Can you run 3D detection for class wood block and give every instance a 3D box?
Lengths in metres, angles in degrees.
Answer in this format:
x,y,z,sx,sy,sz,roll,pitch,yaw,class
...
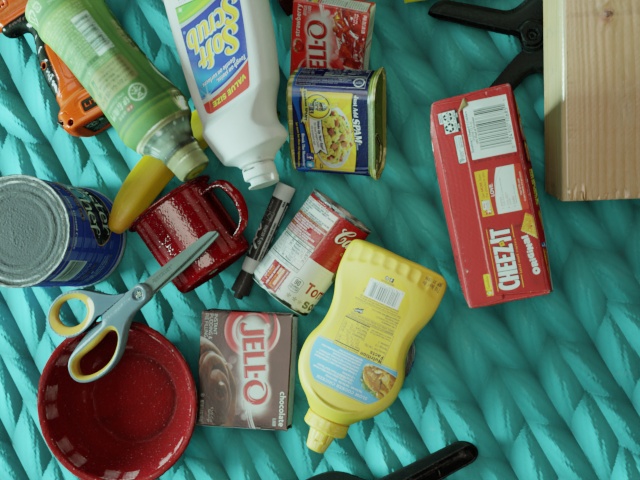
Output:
x,y,z,sx,sy,sz,roll,pitch,yaw,class
0.246,-0.142,0.929,0.091,0.090,0.206,-2,98,2,wood block

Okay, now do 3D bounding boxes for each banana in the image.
x,y,z,sx,sy,sz,roll,pitch,yaw,class
-0.133,-0.085,1.035,0.198,0.070,0.037,-37,125,4,banana

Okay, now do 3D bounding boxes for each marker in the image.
x,y,z,sx,sy,sz,roll,pitch,yaw,class
-0.057,0.001,1.039,0.020,0.020,0.121,24,93,10,marker

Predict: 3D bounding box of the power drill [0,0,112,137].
x,y,z,sx,sy,sz,roll,pitch,yaw,class
-0.232,-0.212,1.063,0.184,0.057,0.188,-30,81,8,power drill

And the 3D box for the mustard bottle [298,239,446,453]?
x,y,z,sx,sy,sz,roll,pitch,yaw,class
0.034,0.102,0.962,0.096,0.058,0.191,24,92,6,mustard bottle

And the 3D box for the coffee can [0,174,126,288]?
x,y,z,sx,sy,sz,roll,pitch,yaw,class
-0.258,-0.006,1.016,0.103,0.140,0.103,0,88,10,coffee can

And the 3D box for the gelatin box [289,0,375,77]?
x,y,z,sx,sy,sz,roll,pitch,yaw,class
0.010,-0.185,1.006,0.073,0.030,0.089,13,128,9,gelatin box

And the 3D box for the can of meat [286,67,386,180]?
x,y,z,sx,sy,sz,roll,pitch,yaw,class
0.016,-0.111,0.997,0.084,0.057,0.102,4,119,13,can of meat

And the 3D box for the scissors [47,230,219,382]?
x,y,z,sx,sy,sz,roll,pitch,yaw,class
-0.184,0.043,0.992,0.096,0.016,0.202,40,104,15,scissors

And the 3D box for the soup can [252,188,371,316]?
x,y,z,sx,sy,sz,roll,pitch,yaw,class
-0.009,0.012,1.005,0.068,0.068,0.102,38,95,10,soup can

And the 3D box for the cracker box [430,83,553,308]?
x,y,z,sx,sy,sz,roll,pitch,yaw,class
0.148,-0.029,0.903,0.072,0.213,0.164,-11,86,11,cracker box

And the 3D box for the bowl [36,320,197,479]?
x,y,z,sx,sy,sz,roll,pitch,yaw,class
-0.190,0.156,1.040,0.162,0.055,0.162,0,88,11,bowl

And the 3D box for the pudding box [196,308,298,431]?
x,y,z,sx,sy,sz,roll,pitch,yaw,class
-0.070,0.124,1.027,0.090,0.039,0.113,2,88,11,pudding box

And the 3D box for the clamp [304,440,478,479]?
x,y,z,sx,sy,sz,roll,pitch,yaw,class
0.037,0.256,0.964,0.210,0.164,0.036,-10,124,17,clamp

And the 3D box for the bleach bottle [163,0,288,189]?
x,y,z,sx,sy,sz,roll,pitch,yaw,class
-0.078,-0.172,0.981,0.103,0.068,0.251,-18,84,17,bleach bottle

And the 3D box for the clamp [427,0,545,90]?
x,y,z,sx,sy,sz,roll,pitch,yaw,class
0.192,-0.176,0.991,0.171,0.039,0.120,-9,95,10,clamp

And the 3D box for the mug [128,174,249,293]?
x,y,z,sx,sy,sz,roll,pitch,yaw,class
-0.113,-0.010,1.012,0.117,0.093,0.081,-37,86,28,mug
